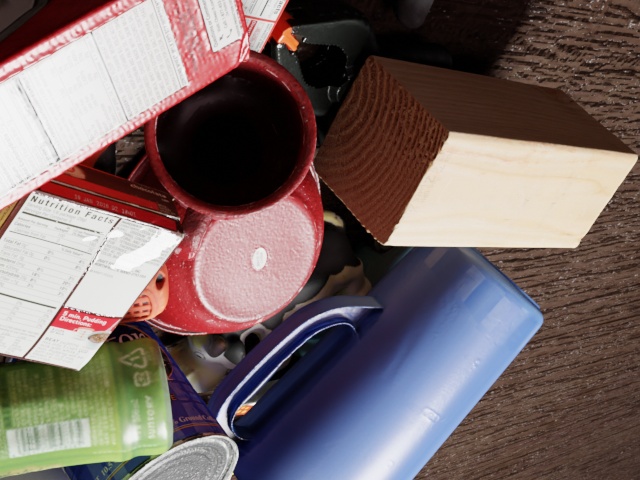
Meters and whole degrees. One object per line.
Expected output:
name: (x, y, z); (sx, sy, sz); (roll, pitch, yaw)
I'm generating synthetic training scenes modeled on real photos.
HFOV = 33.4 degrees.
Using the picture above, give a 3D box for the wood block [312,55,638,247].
wood block: (0.110, -0.055, 0.736); (0.205, 0.091, 0.090); (1, 128, -43)

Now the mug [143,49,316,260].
mug: (-0.057, -0.044, 0.609); (0.081, 0.093, 0.117); (150, -42, -81)

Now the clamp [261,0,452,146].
clamp: (0.009, -0.101, 0.709); (0.171, 0.039, 0.120); (15, 113, -49)

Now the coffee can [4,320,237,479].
coffee can: (-0.135, 0.116, 0.718); (0.102, 0.140, 0.103); (-29, 147, -21)

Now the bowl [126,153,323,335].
bowl: (-0.055, 0.001, 0.699); (0.161, 0.055, 0.162); (-16, 122, -28)

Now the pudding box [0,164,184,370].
pudding box: (-0.137, 0.013, 0.547); (0.089, 0.039, 0.114); (19, 121, -37)

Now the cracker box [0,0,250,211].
cracker box: (-0.159, -0.082, 0.420); (0.213, 0.164, 0.072); (-34, 146, -14)

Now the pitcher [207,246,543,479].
pitcher: (0.041, 0.104, 0.794); (0.243, 0.145, 0.149); (-48, 165, 4)
